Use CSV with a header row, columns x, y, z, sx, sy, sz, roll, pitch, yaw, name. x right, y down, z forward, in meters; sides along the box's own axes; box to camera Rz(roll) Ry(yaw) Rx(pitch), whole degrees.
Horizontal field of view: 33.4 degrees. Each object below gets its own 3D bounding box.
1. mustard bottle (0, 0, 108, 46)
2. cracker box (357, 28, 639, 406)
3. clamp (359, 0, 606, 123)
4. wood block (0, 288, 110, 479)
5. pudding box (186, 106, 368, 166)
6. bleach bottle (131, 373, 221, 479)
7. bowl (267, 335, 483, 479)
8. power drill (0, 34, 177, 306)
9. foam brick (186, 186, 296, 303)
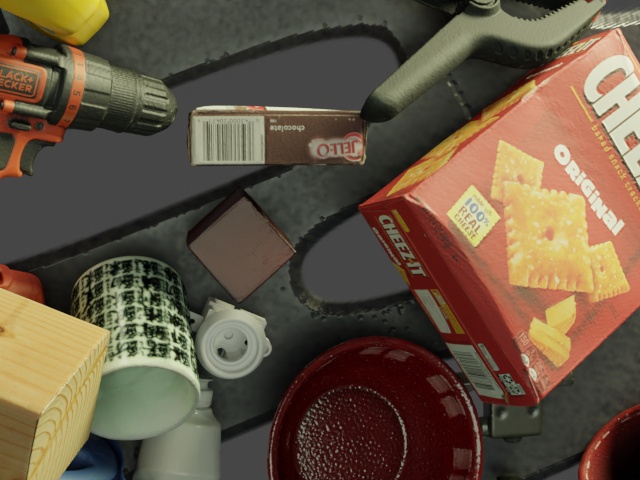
x,y,z,sx,sy,sz,roll,pitch,yaw,name
-0.172,-0.161,0.625,0.058,0.192,0.096,-45,101,-1,mustard bottle
0.155,-0.017,0.718,0.213,0.072,0.164,-38,102,-22,cracker box
0.094,-0.162,0.722,0.209,0.036,0.164,-13,63,-21,clamp
-0.239,0.070,0.610,0.206,0.090,0.090,21,120,6,wood block
-0.032,-0.069,0.709,0.113,0.090,0.039,1,96,-8,pudding box
-0.112,0.215,0.741,0.068,0.103,0.251,10,90,-21,bleach bottle
0.031,0.148,0.751,0.161,0.055,0.162,2,85,-21,bowl
-0.196,-0.038,0.694,0.184,0.057,0.188,11,100,-30,power drill
-0.055,0.001,0.721,0.051,0.078,0.053,-41,101,0,foam brick
